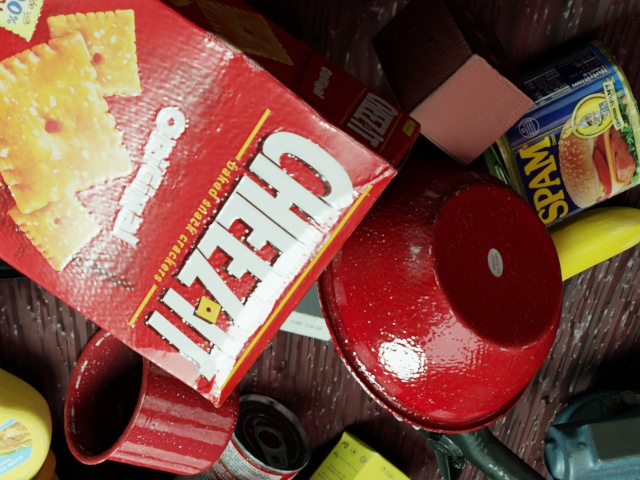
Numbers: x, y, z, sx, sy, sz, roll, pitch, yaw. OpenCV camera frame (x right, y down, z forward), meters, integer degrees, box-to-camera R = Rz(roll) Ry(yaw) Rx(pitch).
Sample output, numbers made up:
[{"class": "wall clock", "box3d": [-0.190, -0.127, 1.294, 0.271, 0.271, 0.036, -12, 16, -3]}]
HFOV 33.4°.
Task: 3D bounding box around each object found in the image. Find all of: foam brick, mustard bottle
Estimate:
[{"class": "foam brick", "box3d": [0.070, -0.091, 0.575, 0.051, 0.078, 0.053, -41, 130, 22]}, {"class": "mustard bottle", "box3d": [-0.230, 0.116, 0.685, 0.096, 0.058, 0.191, -26, 133, 9]}]

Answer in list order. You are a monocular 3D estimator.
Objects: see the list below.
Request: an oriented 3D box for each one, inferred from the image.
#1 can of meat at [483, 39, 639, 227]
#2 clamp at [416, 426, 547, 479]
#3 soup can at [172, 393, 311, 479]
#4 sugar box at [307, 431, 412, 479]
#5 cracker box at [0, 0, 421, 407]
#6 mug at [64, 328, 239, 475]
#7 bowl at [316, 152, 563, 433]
[{"class": "can of meat", "box3d": [0.144, -0.060, 0.641, 0.084, 0.057, 0.102, -26, 134, 3]}, {"class": "clamp", "box3d": [0.097, 0.145, 0.803, 0.171, 0.039, 0.120, 49, 151, -20]}, {"class": "soup can", "box3d": [-0.062, 0.170, 0.780, 0.068, 0.068, 0.102, 19, 124, -30]}, {"class": "sugar box", "box3d": [0.000, 0.243, 0.832, 0.176, 0.048, 0.093, -53, 132, -8]}, {"class": "cracker box", "box3d": [-0.088, -0.045, 0.508, 0.213, 0.072, 0.164, 35, 119, -2]}, {"class": "mug", "box3d": [-0.115, 0.108, 0.702, 0.081, 0.093, 0.117, 23, 152, -38]}, {"class": "bowl", "box3d": [0.079, 0.020, 0.576, 0.161, 0.162, 0.055, 16, 155, -29]}]
